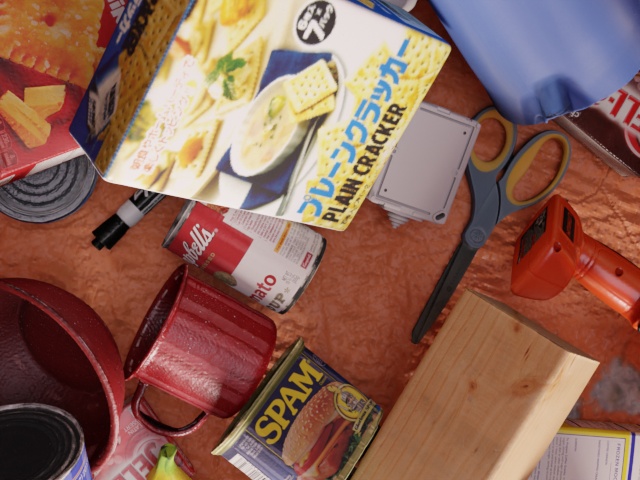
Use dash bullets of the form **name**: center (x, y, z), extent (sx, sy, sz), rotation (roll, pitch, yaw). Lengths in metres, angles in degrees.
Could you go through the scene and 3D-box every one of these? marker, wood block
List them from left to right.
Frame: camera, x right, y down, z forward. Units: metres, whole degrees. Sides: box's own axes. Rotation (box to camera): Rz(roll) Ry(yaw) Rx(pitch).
- **marker**: center (-0.123, -0.037, 0.790), extent (0.121, 0.020, 0.020), rotation (-44, 99, -5)
- **wood block**: center (0.101, 0.149, 0.771), extent (0.090, 0.090, 0.206), rotation (33, 96, 30)

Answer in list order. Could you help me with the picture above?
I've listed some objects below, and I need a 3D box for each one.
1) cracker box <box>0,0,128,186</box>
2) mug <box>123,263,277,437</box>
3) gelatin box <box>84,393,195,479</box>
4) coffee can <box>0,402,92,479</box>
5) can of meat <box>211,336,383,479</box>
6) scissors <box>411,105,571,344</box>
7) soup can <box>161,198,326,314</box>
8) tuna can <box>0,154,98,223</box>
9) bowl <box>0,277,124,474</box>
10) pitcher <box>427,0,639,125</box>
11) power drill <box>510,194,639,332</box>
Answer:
- **cracker box**: center (-0.160, -0.148, 0.725), extent (0.213, 0.072, 0.164), rotation (-25, 96, -24)
- **mug**: center (-0.090, 0.086, 0.765), extent (0.081, 0.093, 0.117), rotation (29, 82, -15)
- **gelatin box**: center (-0.149, 0.167, 0.787), extent (0.089, 0.030, 0.073), rotation (-35, 98, -7)
- **coffee can**: center (-0.194, 0.194, 0.702), extent (0.102, 0.103, 0.140), rotation (-10, 119, -10)
- **can of meat**: center (-0.014, 0.135, 0.764), extent (0.084, 0.058, 0.102), rotation (39, 57, -2)
- **scissors**: center (0.112, -0.023, 0.833), extent (0.201, 0.016, 0.096), rotation (-45, 97, -6)
- **soup can**: center (-0.055, 0.001, 0.778), extent (0.102, 0.068, 0.068), rotation (31, 87, -10)
- **tuna can**: center (-0.203, -0.054, 0.767), extent (0.086, 0.034, 0.086), rotation (0, 92, -10)
- **bowl**: center (-0.192, 0.084, 0.740), extent (0.162, 0.162, 0.055), rotation (53, 39, -8)
- **pitcher**: center (0.121, -0.211, 0.734), extent (0.145, 0.149, 0.242), rotation (-46, 123, -3)
- **power drill**: center (0.230, 0.056, 0.786), extent (0.187, 0.184, 0.057), rotation (34, 116, -5)
